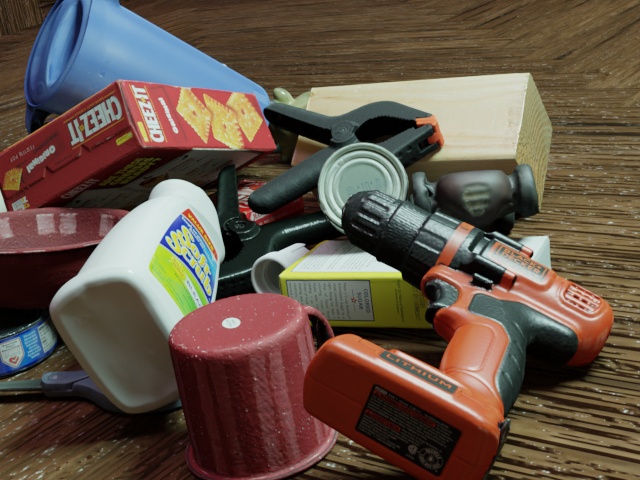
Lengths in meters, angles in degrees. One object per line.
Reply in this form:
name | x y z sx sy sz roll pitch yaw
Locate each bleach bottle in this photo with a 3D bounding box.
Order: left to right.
bleach bottle | -0.113 0.013 0.753 0.068 0.102 0.250 -24 22 12

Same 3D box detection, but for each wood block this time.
wood block | 0.092 -0.084 0.957 0.206 0.090 0.090 0 62 27

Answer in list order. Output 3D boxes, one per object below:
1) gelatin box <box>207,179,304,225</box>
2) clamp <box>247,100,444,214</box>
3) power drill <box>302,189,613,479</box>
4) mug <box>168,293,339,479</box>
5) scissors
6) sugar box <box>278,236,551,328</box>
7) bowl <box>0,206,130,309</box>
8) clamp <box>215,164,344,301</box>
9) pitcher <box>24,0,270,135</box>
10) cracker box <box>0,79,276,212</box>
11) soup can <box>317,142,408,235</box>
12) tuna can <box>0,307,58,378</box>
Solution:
gelatin box | -0.071 -0.032 1.033 0.073 0.030 0.089 -26 24 -37
clamp | 0.018 -0.088 0.915 0.171 0.039 0.120 -13 55 11
power drill | 0.065 0.046 0.616 0.184 0.057 0.187 27 36 15
mug | -0.033 0.078 0.626 0.093 0.081 0.117 10 28 45
scissors | -0.168 0.093 0.754 0.202 0.016 0.096 1 21 28
sugar box | 0.069 0.030 0.765 0.176 0.048 0.093 2 18 24
bowl | -0.217 0.015 0.835 0.162 0.055 0.162 -2 13 0
clamp | -0.056 0.001 0.904 0.165 0.036 0.209 11 35 22
pitcher | -0.181 -0.149 1.122 0.242 0.145 0.149 23 -31 -35
cracker box | -0.167 -0.080 0.987 0.164 0.072 0.213 -26 -9 27
soup can | 0.033 -0.036 0.815 0.068 0.068 0.102 -9 -2 3
tuna can | -0.246 0.074 0.818 0.086 0.034 0.086 -9 19 3
